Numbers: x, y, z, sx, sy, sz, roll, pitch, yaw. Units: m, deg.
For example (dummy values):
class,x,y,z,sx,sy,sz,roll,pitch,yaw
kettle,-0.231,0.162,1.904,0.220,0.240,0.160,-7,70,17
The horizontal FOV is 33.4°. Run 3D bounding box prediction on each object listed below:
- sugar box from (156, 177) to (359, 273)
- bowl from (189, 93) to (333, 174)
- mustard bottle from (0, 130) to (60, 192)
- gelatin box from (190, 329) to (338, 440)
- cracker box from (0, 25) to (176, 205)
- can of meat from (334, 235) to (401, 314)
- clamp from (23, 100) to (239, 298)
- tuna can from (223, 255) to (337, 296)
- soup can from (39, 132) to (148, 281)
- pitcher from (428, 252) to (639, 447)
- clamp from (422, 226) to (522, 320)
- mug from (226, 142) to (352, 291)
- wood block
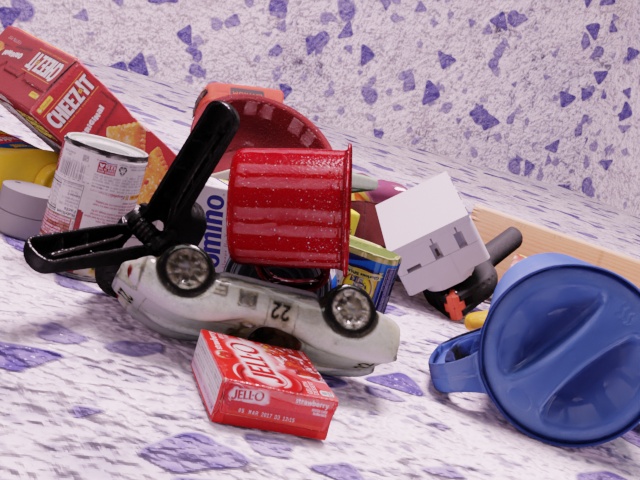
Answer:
class,x,y,z,sx,sy,sz,roll,pitch,yaw
sugar box,-0.056,0.001,0.919,0.175,0.093,0.048,8,14,-39
bowl,-0.066,-0.077,1.113,0.162,0.055,0.162,14,48,-16
mustard bottle,-0.298,-0.073,1.014,0.192,0.058,0.096,24,7,31
gelatin box,-0.037,0.088,0.660,0.073,0.030,0.089,14,10,-18
cracker box,-0.215,-0.101,1.026,0.164,0.072,0.213,29,-13,47
can of meat,0.007,0.037,0.853,0.102,0.084,0.057,19,10,9
clamp,-0.130,-0.001,0.752,0.036,0.164,0.210,48,-23,13
tuna can,-0.031,0.033,0.809,0.086,0.086,0.033,18,12,5
soup can,-0.179,-0.027,0.835,0.068,0.102,0.068,16,10,-3
pitcher,0.185,0.075,0.872,0.149,0.145,0.242,30,8,5
clamp,0.143,0.033,1.142,0.120,0.039,0.171,-12,18,28
mug,-0.020,-0.013,0.746,0.081,0.117,0.093,2,37,3
wood block,0.268,0.036,1.248,0.206,0.091,0.090,21,1,19
